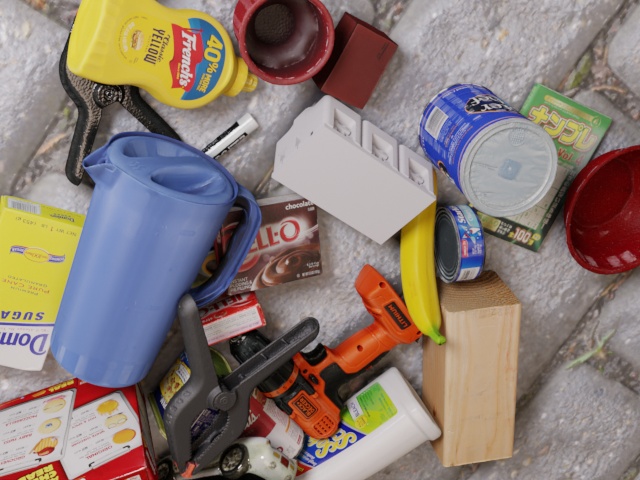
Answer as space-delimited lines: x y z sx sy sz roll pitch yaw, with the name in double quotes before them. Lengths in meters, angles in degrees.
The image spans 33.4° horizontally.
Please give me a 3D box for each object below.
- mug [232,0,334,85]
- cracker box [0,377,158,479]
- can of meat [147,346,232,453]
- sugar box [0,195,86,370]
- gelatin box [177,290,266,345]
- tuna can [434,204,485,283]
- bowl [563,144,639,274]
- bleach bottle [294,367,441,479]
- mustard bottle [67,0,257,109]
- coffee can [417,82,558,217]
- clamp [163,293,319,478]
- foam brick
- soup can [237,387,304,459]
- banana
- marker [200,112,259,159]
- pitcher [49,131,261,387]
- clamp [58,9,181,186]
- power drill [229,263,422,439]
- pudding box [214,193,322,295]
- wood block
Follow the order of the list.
"mug" -0.036 -0.218 1.041 0.093 0.081 0.117 17 109 -21
"cracker box" -0.257 0.225 1.107 0.164 0.214 0.072 -19 117 -6
"can of meat" -0.139 0.170 1.177 0.057 0.102 0.084 31 100 -30
"sugar box" -0.309 0.047 1.109 0.093 0.048 0.176 15 108 -21
"gelatin box" -0.109 0.078 1.158 0.089 0.073 0.030 -21 117 -5
"tuna can" 0.152 0.003 1.186 0.033 0.086 0.086 -6 115 -14
"bowl" 0.337 -0.044 1.222 0.162 0.055 0.162 -10 120 -18
"bleach bottle" 0.013 0.258 1.253 0.251 0.103 0.068 -37 124 3
"mustard bottle" -0.142 -0.179 1.029 0.191 0.058 0.096 15 94 -38
"coffee can" 0.171 -0.097 1.115 0.102 0.140 0.103 -5 114 -12
"clamp" -0.111 0.149 1.094 0.164 0.036 0.210 22 105 -36
"foam brick" 0.034 -0.183 1.091 0.053 0.051 0.078 24 106 -24
"soup can" -0.074 0.211 1.230 0.068 0.068 0.102 -38 117 4
"banana" 0.115 0.019 1.181 0.037 0.070 0.198 1 80 -32
"marker" -0.116 -0.089 1.112 0.121 0.020 0.020 -38 117 4
"pitcher" -0.174 0.026 1.066 0.149 0.144 0.243 31 115 13
"clamp" -0.201 -0.144 1.057 0.120 0.039 0.171 -14 117 -26
"power drill" 0.009 0.115 1.199 0.187 0.057 0.184 -40 124 -1
"pudding box" -0.057 0.002 1.142 0.113 0.039 0.090 -13 110 -23
"wood block" 0.174 0.150 1.254 0.090 0.091 0.206 -6 115 -11
